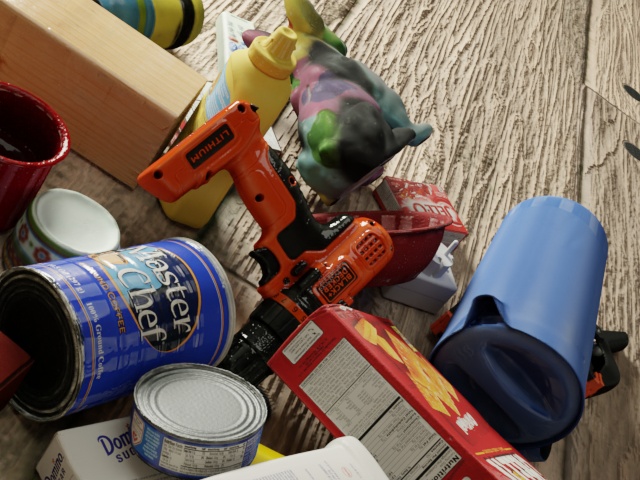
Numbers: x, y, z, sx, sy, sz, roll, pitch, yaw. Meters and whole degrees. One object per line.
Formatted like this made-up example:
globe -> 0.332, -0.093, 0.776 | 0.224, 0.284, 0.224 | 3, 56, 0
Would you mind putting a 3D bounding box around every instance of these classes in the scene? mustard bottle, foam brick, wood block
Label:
mustard bottle -> -0.076, -0.106, 0.918 | 0.058, 0.192, 0.096 | 22, 36, -23
foam brick -> -0.226, 0.092, 0.658 | 0.051, 0.053, 0.078 | 39, 31, 1
wood block -> -0.216, -0.150, 0.933 | 0.206, 0.091, 0.090 | 34, 33, -7

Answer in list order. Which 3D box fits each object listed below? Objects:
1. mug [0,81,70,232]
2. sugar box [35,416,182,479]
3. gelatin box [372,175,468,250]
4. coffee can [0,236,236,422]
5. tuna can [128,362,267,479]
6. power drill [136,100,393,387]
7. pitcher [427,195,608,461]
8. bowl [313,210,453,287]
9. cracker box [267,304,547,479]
mug -> -0.248, -0.053, 0.789 | 0.093, 0.082, 0.117 | 30, 33, -13
sugar box -> -0.097, 0.192, 0.665 | 0.093, 0.048, 0.176 | -4, 47, -47
gelatin box -> 0.109, -0.030, 1.155 | 0.089, 0.030, 0.073 | 9, 43, -37
coffee can -> -0.142, 0.057, 0.734 | 0.140, 0.103, 0.103 | -12, 57, -50
tuna can -> -0.079, 0.116, 0.683 | 0.086, 0.034, 0.086 | 11, 24, -5
power drill -> -0.055, 0.001, 0.831 | 0.184, 0.057, 0.187 | -43, 103, -21
pitcher -> 0.193, 0.072, 0.974 | 0.145, 0.149, 0.242 | 31, 40, 2
bowl -> 0.041, 0.008, 0.974 | 0.162, 0.055, 0.162 | -3, 8, 0
cracker box -> 0.079, 0.145, 0.802 | 0.214, 0.072, 0.164 | 44, 8, 21
